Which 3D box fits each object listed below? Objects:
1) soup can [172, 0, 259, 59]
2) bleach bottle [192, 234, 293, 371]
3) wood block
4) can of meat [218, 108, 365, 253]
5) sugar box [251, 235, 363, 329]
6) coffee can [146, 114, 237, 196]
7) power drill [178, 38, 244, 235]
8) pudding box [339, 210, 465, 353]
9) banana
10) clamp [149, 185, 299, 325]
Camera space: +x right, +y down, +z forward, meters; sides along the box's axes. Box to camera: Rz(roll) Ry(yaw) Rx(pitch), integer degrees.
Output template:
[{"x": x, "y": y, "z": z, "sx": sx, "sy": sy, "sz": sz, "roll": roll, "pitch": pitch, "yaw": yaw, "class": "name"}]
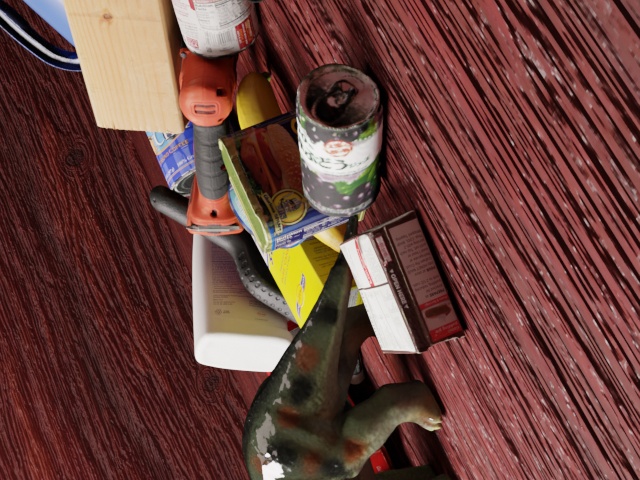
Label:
[{"x": -0.092, "y": -0.212, "z": 0.893, "sx": 0.102, "sy": 0.068, "sz": 0.068, "roll": 79, "pitch": 165, "yaw": -47, "class": "soup can"}, {"x": -0.086, "y": 0.016, "z": 1.147, "sx": 0.068, "sy": 0.102, "sz": 0.251, "roll": 114, "pitch": 158, "yaw": -49, "class": "bleach bottle"}, {"x": -0.173, "y": -0.200, "z": 0.985, "sx": 0.206, "sy": 0.091, "sz": 0.090, "roll": 90, "pitch": -174, "yaw": -57, "class": "wood block"}, {"x": -0.024, "y": -0.050, "z": 0.837, "sx": 0.057, "sy": 0.084, "sz": 0.102, "roll": 100, "pitch": 146, "yaw": -71, "class": "can of meat"}, {"x": -0.018, "y": 0.011, "z": 1.000, "sx": 0.176, "sy": 0.048, "sz": 0.093, "roll": 57, "pitch": 151, "yaw": 36, "class": "sugar box"}, {"x": -0.157, "y": -0.137, "z": 1.272, "sx": 0.103, "sy": 0.102, "sz": 0.140, "roll": 111, "pitch": 136, "yaw": -75, "class": "coffee can"}, {"x": -0.102, "y": -0.114, "z": 1.009, "sx": 0.184, "sy": 0.057, "sz": 0.188, "roll": -91, "pitch": 0, "yaw": -52, "class": "power drill"}, {"x": 0.054, "y": 0.032, "z": 0.742, "sx": 0.113, "sy": 0.039, "sz": 0.090, "roll": 149, "pitch": 98, "yaw": -81, "class": "pudding box"}, {"x": -0.028, "y": -0.075, "z": 0.906, "sx": 0.037, "sy": 0.069, "sz": 0.198, "roll": -42, "pitch": 62, "yaw": 36, "class": "banana"}, {"x": -0.057, "y": 0.001, "z": 1.104, "sx": 0.210, "sy": 0.164, "sz": 0.036, "roll": 46, "pitch": 128, "yaw": 12, "class": "clamp"}]
